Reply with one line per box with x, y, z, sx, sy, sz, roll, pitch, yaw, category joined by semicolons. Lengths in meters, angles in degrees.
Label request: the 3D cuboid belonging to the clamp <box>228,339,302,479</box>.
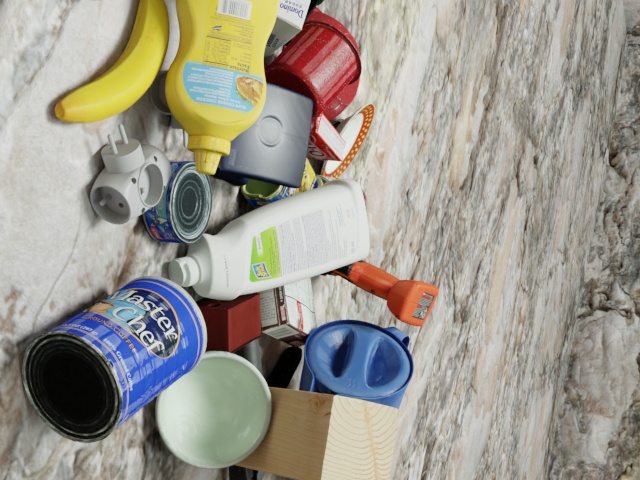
-0.071;0.202;1.288;0.164;0.036;0.210;32;61;-62;clamp

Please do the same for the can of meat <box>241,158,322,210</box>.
-0.046;-0.063;1.274;0.084;0.058;0.102;62;40;-48;can of meat

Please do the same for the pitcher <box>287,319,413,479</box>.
0.034;0.223;1.344;0.145;0.149;0.243;-101;-162;-50;pitcher

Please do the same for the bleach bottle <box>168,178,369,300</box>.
-0.058;0.001;1.178;0.250;0.068;0.102;-15;99;-40;bleach bottle

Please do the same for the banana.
-0.182;-0.166;0.986;0.069;0.037;0.197;39;51;-26;banana

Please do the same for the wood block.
-0.020;0.209;1.145;0.090;0.207;0.091;17;77;-35;wood block

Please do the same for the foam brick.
-0.106;0.089;1.173;0.078;0.053;0.051;-26;117;-64;foam brick

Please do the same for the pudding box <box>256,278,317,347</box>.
-0.041;0.075;1.300;0.113;0.039;0.090;41;37;-66;pudding box

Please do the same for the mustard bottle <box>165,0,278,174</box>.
-0.098;-0.158;1.020;0.096;0.058;0.191;9;85;-25;mustard bottle

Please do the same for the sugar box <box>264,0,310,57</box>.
-0.036;-0.300;1.207;0.048;0.093;0.176;23;68;-24;sugar box

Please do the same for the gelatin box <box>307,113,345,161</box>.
-0.019;-0.127;1.301;0.089;0.073;0.030;43;57;-61;gelatin box

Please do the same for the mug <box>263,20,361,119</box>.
-0.022;-0.200;1.239;0.081;0.117;0.093;-51;167;-29;mug

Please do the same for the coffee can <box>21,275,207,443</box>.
-0.180;0.102;0.949;0.140;0.103;0.103;-36;126;-59;coffee can

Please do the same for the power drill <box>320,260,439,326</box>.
0.045;0.040;1.341;0.057;0.188;0.184;-64;155;4;power drill

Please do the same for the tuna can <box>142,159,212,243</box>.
-0.145;-0.039;1.086;0.086;0.034;0.086;5;90;-66;tuna can
